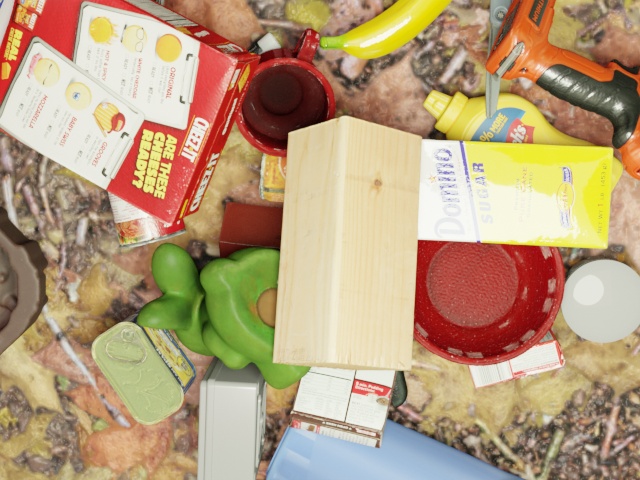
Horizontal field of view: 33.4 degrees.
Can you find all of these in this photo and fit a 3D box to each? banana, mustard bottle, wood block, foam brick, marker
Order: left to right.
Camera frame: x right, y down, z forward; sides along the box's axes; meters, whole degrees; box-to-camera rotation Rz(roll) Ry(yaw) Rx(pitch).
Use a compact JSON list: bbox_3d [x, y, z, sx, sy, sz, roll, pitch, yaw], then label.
[{"bbox_3d":[-0.091,-0.159,1.047,0.121,0.020,0.020,-37,94,9],"label":"marker"},{"bbox_3d":[-0.057,0.001,1.041,0.078,0.053,0.051,7,142,4],"label":"foam brick"},{"bbox_3d":[0.025,0.008,0.931,0.090,0.090,0.206,11,79,-35],"label":"wood block"},{"bbox_3d":[0.091,-0.228,0.991,0.198,0.069,0.037,-40,65,22],"label":"banana"},{"bbox_3d":[0.182,-0.084,1.014,0.191,0.058,0.096,33,104,0],"label":"mustard bottle"}]

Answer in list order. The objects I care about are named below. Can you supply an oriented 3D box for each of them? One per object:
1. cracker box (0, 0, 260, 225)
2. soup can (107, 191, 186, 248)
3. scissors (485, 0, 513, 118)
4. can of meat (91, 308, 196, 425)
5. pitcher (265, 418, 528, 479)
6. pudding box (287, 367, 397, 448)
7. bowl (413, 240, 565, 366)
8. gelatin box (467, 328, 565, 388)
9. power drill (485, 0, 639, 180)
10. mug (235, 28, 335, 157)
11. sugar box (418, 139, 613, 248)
[{"bbox_3d":[-0.182,-0.137,0.957,0.214,0.072,0.164,28,111,9],"label":"cracker box"},{"bbox_3d":[-0.177,-0.050,1.047,0.068,0.068,0.102,-13,97,7],"label":"soup can"},{"bbox_3d":[0.185,-0.217,0.992,0.096,0.016,0.202,-9,84,-1],"label":"scissors"},{"bbox_3d":[-0.173,0.122,1.065,0.057,0.084,0.102,-33,95,9],"label":"can of meat"},{"bbox_3d":[0.071,0.251,1.049,0.243,0.145,0.149,26,88,4],"label":"pitcher"},{"bbox_3d":[0.025,0.130,1.007,0.090,0.039,0.113,12,56,5],"label":"pudding box"},{"bbox_3d":[0.147,0.038,1.015,0.162,0.055,0.162,0,85,3],"label":"bowl"},{"bbox_3d":[0.186,0.110,1.035,0.089,0.073,0.030,-16,99,6],"label":"gelatin box"},{"bbox_3d":[0.251,-0.159,0.947,0.187,0.184,0.057,29,142,-2],"label":"power drill"},{"bbox_3d":[-0.031,-0.145,1.002,0.093,0.081,0.117,19,109,-11],"label":"mug"},{"bbox_3d":[0.170,-0.043,0.965,0.176,0.048,0.093,2,93,2],"label":"sugar box"}]
